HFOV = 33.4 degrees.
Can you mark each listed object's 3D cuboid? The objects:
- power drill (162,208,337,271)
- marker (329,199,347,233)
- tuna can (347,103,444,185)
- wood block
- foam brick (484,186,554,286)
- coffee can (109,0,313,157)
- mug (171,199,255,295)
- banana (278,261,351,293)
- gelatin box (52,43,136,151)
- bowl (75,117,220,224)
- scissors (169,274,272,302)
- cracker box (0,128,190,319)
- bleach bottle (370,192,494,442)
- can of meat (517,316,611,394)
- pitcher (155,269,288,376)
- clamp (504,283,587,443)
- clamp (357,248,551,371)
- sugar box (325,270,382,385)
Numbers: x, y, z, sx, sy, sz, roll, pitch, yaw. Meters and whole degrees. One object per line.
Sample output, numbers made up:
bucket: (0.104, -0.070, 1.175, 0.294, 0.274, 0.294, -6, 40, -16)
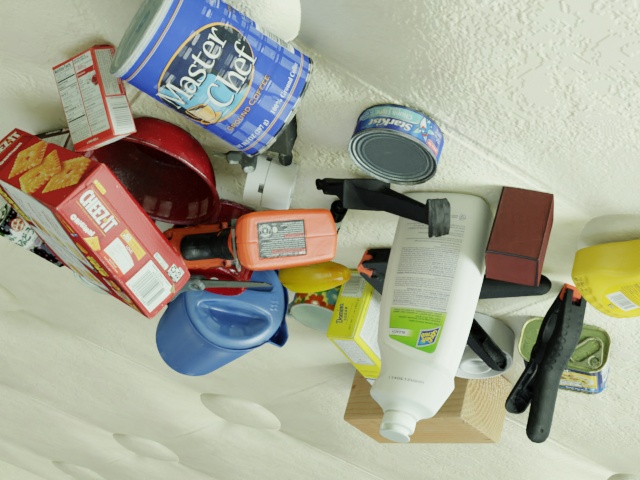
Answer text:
power drill: (-0.057, 0.001, 1.111, 0.184, 0.057, 0.188, -7, 180, -27)
marker: (0.012, -0.012, 1.185, 0.020, 0.020, 0.121, 19, 153, -1)
tuna can: (0.070, -0.089, 0.990, 0.086, 0.033, 0.086, 15, 153, 8)
wood block: (0.143, 0.220, 1.455, 0.207, 0.090, 0.090, -10, 142, 43)
foam brick: (0.191, -0.005, 1.022, 0.051, 0.078, 0.053, 10, 150, 17)
coffee can: (-0.092, -0.149, 0.905, 0.140, 0.102, 0.103, 30, 151, -22)
mug: (-0.124, 0.009, 1.240, 0.117, 0.081, 0.093, 14, 153, 10)
banana: (-0.012, 0.035, 1.189, 0.069, 0.037, 0.198, -15, -177, -5)
gelatin box: (-0.219, -0.137, 1.034, 0.030, 0.089, 0.073, -15, -179, -44)
bowl: (-0.175, -0.082, 1.134, 0.162, 0.055, 0.162, 15, 153, 8)
scissors: (-0.157, 0.038, 1.206, 0.202, 0.016, 0.096, -12, 136, 39)
cracker box: (-0.247, -0.023, 1.103, 0.214, 0.072, 0.164, 23, 154, 50)
bleach bottle: (0.096, 0.073, 1.035, 0.103, 0.250, 0.068, 2, 149, 29)
can of meat: (0.287, 0.138, 1.248, 0.102, 0.057, 0.084, 8, 153, 21)
pitcher: (-0.147, 0.095, 1.379, 0.144, 0.149, 0.243, -6, 165, -22)
clamp: (0.247, 0.134, 1.149, 0.039, 0.171, 0.120, 15, -165, -10)
clamp: (0.146, 0.056, 1.193, 0.210, 0.036, 0.165, 27, 137, 1)
sugar box: (0.072, 0.120, 1.310, 0.048, 0.093, 0.176, 3, 148, 30)
